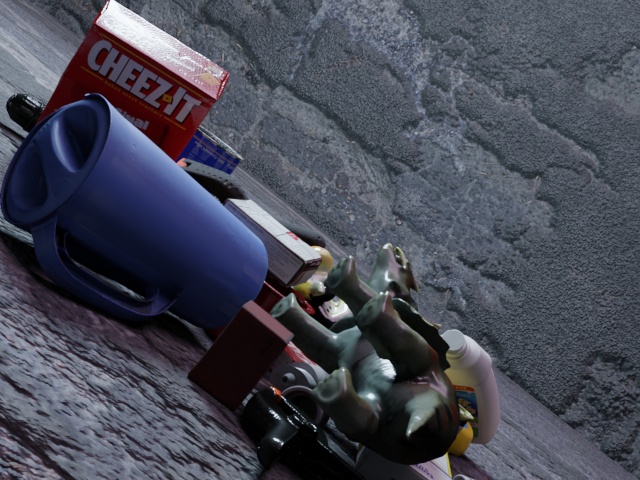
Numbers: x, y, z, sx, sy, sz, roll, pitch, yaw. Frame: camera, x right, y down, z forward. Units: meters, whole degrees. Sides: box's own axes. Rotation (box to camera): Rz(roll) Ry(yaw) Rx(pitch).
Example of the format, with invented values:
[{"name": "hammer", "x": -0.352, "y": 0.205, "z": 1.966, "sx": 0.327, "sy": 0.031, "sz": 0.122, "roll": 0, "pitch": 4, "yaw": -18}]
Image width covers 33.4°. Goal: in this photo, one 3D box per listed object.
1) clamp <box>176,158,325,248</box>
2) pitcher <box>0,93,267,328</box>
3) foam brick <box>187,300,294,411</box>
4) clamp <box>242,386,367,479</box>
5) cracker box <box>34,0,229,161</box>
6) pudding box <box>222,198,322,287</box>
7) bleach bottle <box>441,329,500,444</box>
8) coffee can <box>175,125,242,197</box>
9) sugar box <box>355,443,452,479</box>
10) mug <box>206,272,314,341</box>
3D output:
[{"name": "clamp", "x": -0.099, "y": -0.024, "z": 1.316, "sx": 0.210, "sy": 0.165, "sz": 0.036, "roll": 50, "pitch": 41, "yaw": -6}, {"name": "pitcher", "x": -0.161, "y": -0.006, "z": 0.972, "sx": 0.242, "sy": 0.149, "sz": 0.145, "roll": 40, "pitch": -5, "yaw": -40}, {"name": "foam brick", "x": -0.068, "y": 0.099, "z": 0.925, "sx": 0.053, "sy": 0.078, "sz": 0.051, "roll": 39, "pitch": 4, "yaw": 2}, {"name": "clamp", "x": -0.026, "y": 0.161, "z": 0.868, "sx": 0.120, "sy": 0.039, "sz": 0.172, "roll": 39, "pitch": -4, "yaw": -33}, {"name": "cracker box", "x": -0.234, "y": -0.151, "z": 1.265, "sx": 0.164, "sy": 0.214, "sz": 0.072, "roll": 31, "pitch": 38, "yaw": -14}, {"name": "pudding box", "x": -0.058, "y": 0.001, "z": 1.154, "sx": 0.113, "sy": 0.039, "sz": 0.090, "roll": 38, "pitch": 9, "yaw": 9}, {"name": "bleach bottle", "x": 0.174, "y": 0.181, "z": 1.369, "sx": 0.103, "sy": 0.068, "sz": 0.251, "roll": 16, "pitch": -27, "yaw": 22}, {"name": "coffee can", "x": -0.189, "y": -0.087, "z": 1.473, "sx": 0.103, "sy": 0.140, "sz": 0.103, "roll": 37, "pitch": 5, "yaw": -4}, {"name": "sugar box", "x": 0.084, "y": 0.220, "z": 1.065, "sx": 0.093, "sy": 0.048, "sz": 0.176, "roll": 36, "pitch": 8, "yaw": 2}, {"name": "mug", "x": -0.076, "y": 0.071, "z": 1.112, "sx": 0.117, "sy": 0.081, "sz": 0.093, "roll": 38, "pitch": 5, "yaw": 13}]
